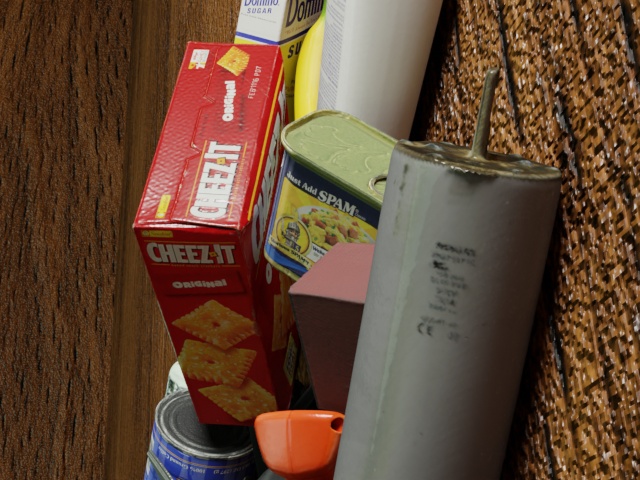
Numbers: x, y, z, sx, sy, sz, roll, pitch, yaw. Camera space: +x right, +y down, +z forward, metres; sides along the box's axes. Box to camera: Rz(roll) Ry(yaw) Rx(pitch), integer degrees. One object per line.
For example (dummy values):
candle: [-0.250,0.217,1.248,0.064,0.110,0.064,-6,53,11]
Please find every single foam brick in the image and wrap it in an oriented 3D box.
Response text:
foam brick: [0.024,0.047,0.551,0.052,0.051,0.078,-42,-50,-44]

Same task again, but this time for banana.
banana: [-0.001,-0.096,0.800,0.070,0.037,0.198,91,178,-58]

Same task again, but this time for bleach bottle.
bleach bottle: [0.025,-0.075,0.670,0.102,0.068,0.251,-104,21,-64]

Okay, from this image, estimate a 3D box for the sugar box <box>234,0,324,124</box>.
sugar box: [-0.035,-0.140,0.869,0.093,0.048,0.176,-26,-47,-63]

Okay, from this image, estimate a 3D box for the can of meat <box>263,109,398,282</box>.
can of meat: [0.021,-0.011,0.595,0.057,0.102,0.084,-35,-31,-45]

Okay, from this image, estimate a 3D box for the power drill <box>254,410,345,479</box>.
power drill: [-0.006,0.183,0.528,0.184,0.057,0.187,38,-127,-55]

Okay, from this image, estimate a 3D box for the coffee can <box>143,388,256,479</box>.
coffee can: [-0.113,0.223,0.993,0.103,0.102,0.140,-110,29,-59]

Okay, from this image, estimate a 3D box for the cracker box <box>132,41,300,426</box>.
cracker box: [-0.055,0.001,0.717,0.214,0.072,0.164,83,-169,-49]
